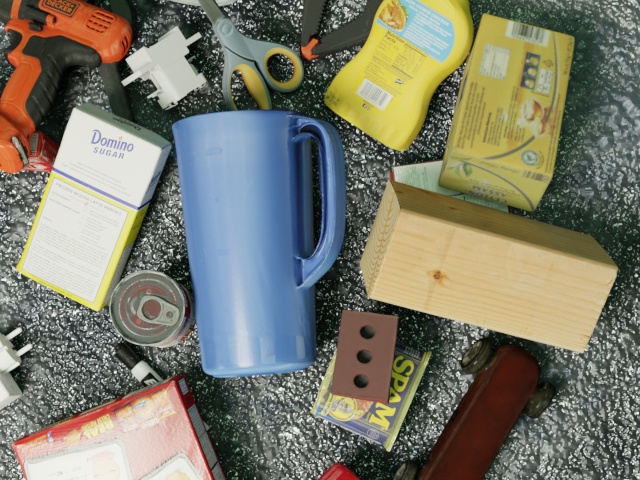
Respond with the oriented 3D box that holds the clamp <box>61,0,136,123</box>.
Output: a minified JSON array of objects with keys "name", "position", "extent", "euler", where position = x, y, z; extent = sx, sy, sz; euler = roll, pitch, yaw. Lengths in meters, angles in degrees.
[{"name":"clamp","position":[-0.239,-0.188,1.065],"extent":[0.120,0.039,0.171],"euler":[4,77,-4]}]

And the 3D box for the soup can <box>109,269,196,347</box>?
[{"name":"soup can","position":[-0.155,0.066,1.002],"extent":[0.068,0.102,0.068],"euler":[0,83,0]}]

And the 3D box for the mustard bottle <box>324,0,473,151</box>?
[{"name":"mustard bottle","position":[0.091,-0.189,1.027],"extent":[0.096,0.058,0.192],"euler":[35,101,17]}]

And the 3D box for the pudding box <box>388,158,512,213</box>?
[{"name":"pudding box","position":[0.128,-0.034,1.044],"extent":[0.113,0.039,0.090],"euler":[-8,84,1]}]

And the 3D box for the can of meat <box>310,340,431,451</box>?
[{"name":"can of meat","position":[0.047,0.136,1.016],"extent":[0.084,0.057,0.102],"euler":[23,83,6]}]

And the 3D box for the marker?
[{"name":"marker","position":[-0.156,0.144,1.034],"extent":[0.020,0.020,0.121],"euler":[-44,85,-5]}]

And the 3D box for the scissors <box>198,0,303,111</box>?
[{"name":"scissors","position":[-0.074,-0.205,1.023],"extent":[0.096,0.016,0.202],"euler":[-27,122,-20]}]

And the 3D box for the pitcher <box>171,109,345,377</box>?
[{"name":"pitcher","position":[-0.057,0.001,0.993],"extent":[0.145,0.149,0.243],"euler":[-4,87,-12]}]

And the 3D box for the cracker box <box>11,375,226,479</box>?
[{"name":"cracker box","position":[-0.166,0.252,0.987],"extent":[0.164,0.072,0.214],"euler":[-22,88,3]}]

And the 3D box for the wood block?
[{"name":"wood block","position":[0.151,0.023,0.981],"extent":[0.206,0.090,0.091],"euler":[15,109,-9]}]

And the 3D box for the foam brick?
[{"name":"foam brick","position":[0.041,0.106,0.965],"extent":[0.053,0.051,0.078],"euler":[6,81,5]}]

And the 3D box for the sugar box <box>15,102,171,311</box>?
[{"name":"sugar box","position":[-0.215,-0.032,1.013],"extent":[0.093,0.048,0.176],"euler":[26,105,2]}]

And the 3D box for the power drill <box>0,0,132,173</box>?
[{"name":"power drill","position":[-0.295,-0.167,0.998],"extent":[0.184,0.057,0.187],"euler":[22,66,12]}]

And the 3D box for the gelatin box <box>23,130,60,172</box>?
[{"name":"gelatin box","position":[-0.304,-0.088,1.036],"extent":[0.089,0.073,0.030],"euler":[6,83,0]}]

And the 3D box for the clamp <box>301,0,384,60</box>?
[{"name":"clamp","position":[0.043,-0.274,1.072],"extent":[0.210,0.036,0.164],"euler":[-45,86,-2]}]
